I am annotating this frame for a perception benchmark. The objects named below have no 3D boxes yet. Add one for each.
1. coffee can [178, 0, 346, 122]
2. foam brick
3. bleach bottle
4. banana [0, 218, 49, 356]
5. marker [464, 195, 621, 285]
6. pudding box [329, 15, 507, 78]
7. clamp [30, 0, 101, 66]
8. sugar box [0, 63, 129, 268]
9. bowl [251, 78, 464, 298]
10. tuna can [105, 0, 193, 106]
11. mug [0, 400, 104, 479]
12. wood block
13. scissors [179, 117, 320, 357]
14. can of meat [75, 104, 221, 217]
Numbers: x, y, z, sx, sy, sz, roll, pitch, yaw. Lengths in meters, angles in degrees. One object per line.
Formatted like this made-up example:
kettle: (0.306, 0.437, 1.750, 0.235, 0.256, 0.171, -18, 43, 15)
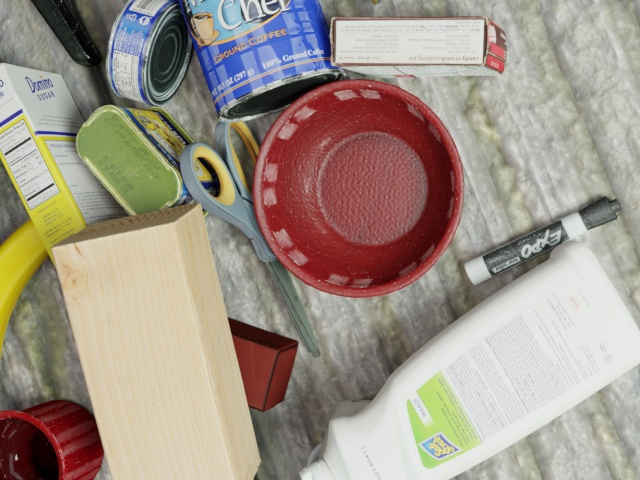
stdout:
coffee can: (-0.051, -0.172, 0.802, 0.103, 0.102, 0.140, -20, 87, 17)
foam brick: (-0.065, 0.096, 0.847, 0.078, 0.053, 0.051, 18, 98, 16)
bleach bottle: (0.096, 0.104, 0.748, 0.250, 0.068, 0.102, -30, 84, -4)
banana: (-0.269, 0.055, 0.917, 0.070, 0.037, 0.198, 21, 99, 10)
marker: (0.164, 0.000, 0.788, 0.121, 0.020, 0.020, -27, 85, 17)
pudding box: (0.073, -0.140, 0.771, 0.114, 0.090, 0.039, 1, 94, 18)
clamp: (-0.243, -0.260, 0.891, 0.210, 0.036, 0.165, 28, 101, 14)
sugar box: (-0.210, -0.054, 0.863, 0.048, 0.093, 0.176, -32, 83, 16)
bowl: (0.033, -0.039, 0.807, 0.162, 0.055, 0.162, 1, 93, 17)
tuna can: (-0.132, -0.149, 0.837, 0.034, 0.086, 0.086, 18, 98, 14)
mug: (-0.245, 0.180, 0.892, 0.117, 0.081, 0.093, -2, 92, 17)
wood block: (-0.114, 0.087, 0.772, 0.091, 0.090, 0.206, -11, 100, 8)
scissors: (-0.055, 0.001, 0.824, 0.016, 0.096, 0.202, -18, 85, 38)
can of meat: (-0.134, -0.060, 0.843, 0.057, 0.083, 0.102, -45, 80, 14)
